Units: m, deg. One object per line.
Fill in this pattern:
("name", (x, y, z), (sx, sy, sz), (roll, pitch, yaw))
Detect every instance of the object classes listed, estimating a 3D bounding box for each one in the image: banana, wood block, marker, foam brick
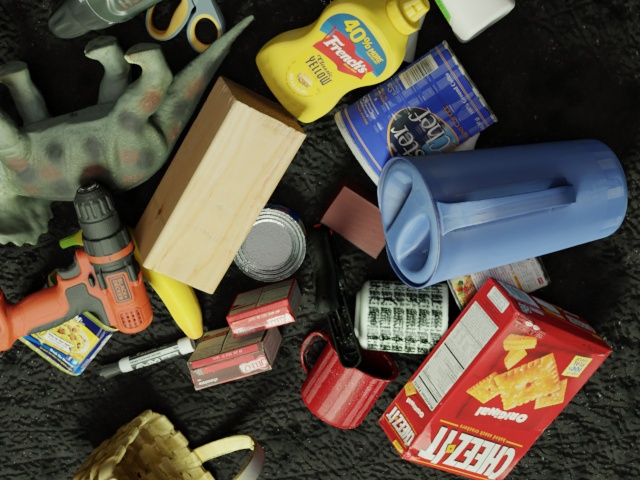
("banana", (-0.203, 0.034, 1.235), (0.198, 0.037, 0.070), (37, 122, -5))
("wood block", (-0.113, -0.060, 1.159), (0.090, 0.091, 0.206), (24, 107, -27))
("marker", (-0.208, 0.140, 1.270), (0.121, 0.020, 0.020), (-19, 103, 9))
("foam brick", (0.044, -0.026, 1.188), (0.078, 0.053, 0.051), (34, 105, -5))

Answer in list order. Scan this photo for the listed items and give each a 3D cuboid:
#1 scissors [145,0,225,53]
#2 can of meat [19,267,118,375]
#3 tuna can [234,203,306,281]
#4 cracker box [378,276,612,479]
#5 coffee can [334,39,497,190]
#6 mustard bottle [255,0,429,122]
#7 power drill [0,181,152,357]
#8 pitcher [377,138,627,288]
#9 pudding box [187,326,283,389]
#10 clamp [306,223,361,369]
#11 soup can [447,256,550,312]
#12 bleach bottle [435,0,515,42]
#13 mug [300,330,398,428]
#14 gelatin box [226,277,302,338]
("scissors", (-0.110, -0.267, 1.114), (0.096, 0.016, 0.202), (37, 131, -19))
("can of meat", (-0.294, 0.097, 1.246), (0.102, 0.057, 0.084), (38, 106, -7))
("tuna can", (-0.058, 0.001, 1.213), (0.086, 0.033, 0.086), (1, 105, 4))
("cracker box", (0.193, 0.162, 1.180), (0.164, 0.072, 0.214), (23, 110, -35))
("coffee can", (0.101, -0.130, 1.130), (0.140, 0.102, 0.103), (-33, 100, 12))
("mustard bottle", (0.031, -0.201, 1.104), (0.192, 0.058, 0.096), (-26, 111, 33))
("power drill", (-0.288, 0.038, 1.147), (0.187, 0.057, 0.184), (-15, 119, -2))
("pitcher", (0.193, -0.037, 1.090), (0.242, 0.149, 0.145), (-11, 135, -20))
("pudding box", (-0.095, 0.125, 1.209), (0.090, 0.113, 0.039), (-15, 102, 8))
("clamp", (0.008, 0.042, 1.155), (0.039, 0.171, 0.120), (-15, 148, 0))
("soup can", (0.195, 0.038, 1.187), (0.102, 0.068, 0.068), (-25, 102, 9))
("bleach bottle", (0.102, -0.324, 1.090), (0.068, 0.102, 0.251), (-35, 92, 9))
("mug", (0.021, 0.154, 1.228), (0.117, 0.093, 0.082), (40, 112, 23))
("gelatin box", (-0.062, 0.076, 1.205), (0.073, 0.089, 0.030), (-17, 103, 8))
